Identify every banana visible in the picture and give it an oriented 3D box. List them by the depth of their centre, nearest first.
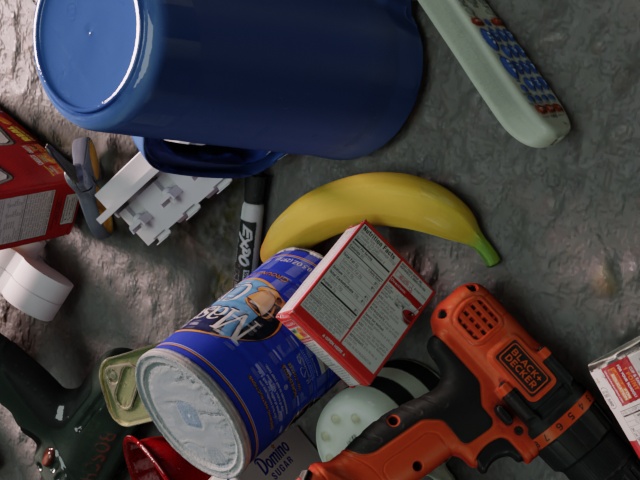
[{"bbox_3d":[0.030,-0.013,0.756,0.198,0.037,0.069,0,99,37],"label":"banana"}]

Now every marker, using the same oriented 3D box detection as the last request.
[{"bbox_3d":[-0.055,0.001,0.834,0.020,0.020,0.121,19,110,32],"label":"marker"}]

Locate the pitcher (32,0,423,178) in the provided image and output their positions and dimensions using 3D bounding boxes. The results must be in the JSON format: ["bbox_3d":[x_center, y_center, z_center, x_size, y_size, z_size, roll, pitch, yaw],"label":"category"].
[{"bbox_3d":[-0.058,-0.111,0.672,0.145,0.242,0.149,6,96,38],"label":"pitcher"}]

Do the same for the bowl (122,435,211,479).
[{"bbox_3d":[-0.098,0.218,0.864,0.162,0.055,0.162,47,152,34],"label":"bowl"}]

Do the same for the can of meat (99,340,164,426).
[{"bbox_3d":[-0.111,0.105,0.856,0.102,0.083,0.057,-19,88,37],"label":"can of meat"}]

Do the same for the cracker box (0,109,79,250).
[{"bbox_3d":[-0.338,-0.050,0.905,0.164,0.213,0.072,37,123,29],"label":"cracker box"}]

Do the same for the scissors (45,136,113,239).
[{"bbox_3d":[-0.195,-0.065,0.849,0.016,0.202,0.096,-12,67,-3],"label":"scissors"}]

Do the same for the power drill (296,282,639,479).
[{"bbox_3d":[0.093,0.147,0.671,0.187,0.057,0.184,-40,78,-11],"label":"power drill"}]

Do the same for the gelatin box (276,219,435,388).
[{"bbox_3d":[0.025,0.042,0.718,0.073,0.089,0.030,44,154,-11],"label":"gelatin box"}]

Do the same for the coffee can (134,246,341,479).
[{"bbox_3d":[-0.044,0.083,0.748,0.103,0.140,0.103,28,138,29],"label":"coffee can"}]
